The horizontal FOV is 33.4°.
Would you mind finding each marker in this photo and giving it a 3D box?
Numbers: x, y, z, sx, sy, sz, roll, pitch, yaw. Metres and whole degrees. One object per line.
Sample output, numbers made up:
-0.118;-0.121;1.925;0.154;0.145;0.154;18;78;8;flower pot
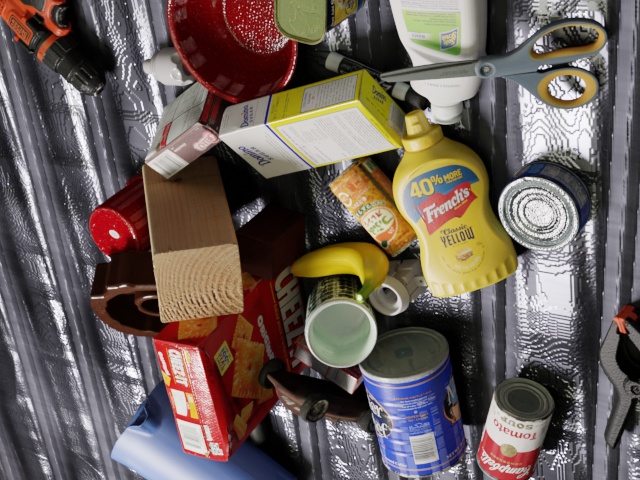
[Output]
0.061;-0.161;1.082;0.121;0.020;0.020;26;131;18;marker

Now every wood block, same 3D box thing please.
-0.146;-0.007;1.197;0.090;0.206;0.090;-7;122;-8;wood block

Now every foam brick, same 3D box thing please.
-0.058;0.002;1.235;0.053;0.078;0.051;19;127;24;foam brick

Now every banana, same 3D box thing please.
0.028;0.027;1.184;0.198;0.069;0.037;14;127;68;banana

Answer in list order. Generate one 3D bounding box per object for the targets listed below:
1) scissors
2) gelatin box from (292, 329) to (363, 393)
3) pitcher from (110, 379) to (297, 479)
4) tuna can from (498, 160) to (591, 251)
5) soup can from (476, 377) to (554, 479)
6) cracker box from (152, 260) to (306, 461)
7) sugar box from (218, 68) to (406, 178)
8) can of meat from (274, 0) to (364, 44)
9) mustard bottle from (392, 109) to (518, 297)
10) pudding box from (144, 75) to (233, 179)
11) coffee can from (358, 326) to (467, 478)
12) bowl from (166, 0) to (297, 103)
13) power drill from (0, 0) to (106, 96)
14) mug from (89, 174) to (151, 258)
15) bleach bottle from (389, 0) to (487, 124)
0.165;-0.144;0.974;0.202;0.016;0.096;-17;122;18;scissors
0.022;0.131;1.267;0.089;0.073;0.030;31;131;15;gelatin box
-0.157;0.311;1.487;0.243;0.149;0.145;34;121;6;pitcher
0.219;-0.032;1.046;0.086;0.033;0.086;18;128;25;tuna can
0.217;0.211;1.188;0.069;0.068;0.102;23;129;21;soup can
-0.093;0.127;1.249;0.072;0.213;0.164;8;123;29;cracker box
-0.008;-0.118;1.105;0.177;0.048;0.093;-7;149;33;sugar box
0.001;-0.251;1.019;0.057;0.083;0.102;19;128;25;can of meat
0.127;-0.042;1.079;0.096;0.058;0.191;-19;108;13;mustard bottle
-0.144;-0.132;1.195;0.039;0.090;0.114;35;139;-27;pudding box
0.107;0.185;1.223;0.103;0.102;0.140;5;122;33;coffee can
-0.080;-0.226;1.113;0.162;0.055;0.162;18;128;25;bowl
-0.295;-0.278;1.230;0.184;0.057;0.188;44;134;3;power drill
-0.232;-0.014;1.345;0.093;0.081;0.117;1;119;35;mug
0.102;-0.226;0.980;0.103;0.068;0.251;12;127;28;bleach bottle
